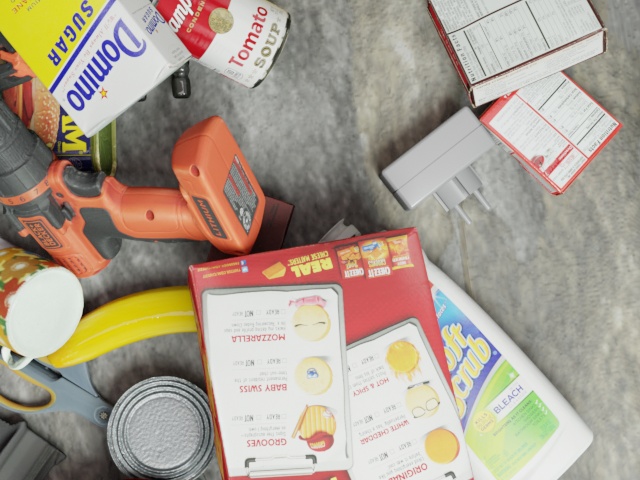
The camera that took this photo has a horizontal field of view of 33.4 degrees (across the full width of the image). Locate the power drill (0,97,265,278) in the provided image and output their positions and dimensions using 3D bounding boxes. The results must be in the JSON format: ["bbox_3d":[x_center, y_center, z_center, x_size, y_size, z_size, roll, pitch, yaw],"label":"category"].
[{"bbox_3d":[-0.146,-0.043,0.755,0.188,0.184,0.057,-1,53,23],"label":"power drill"}]

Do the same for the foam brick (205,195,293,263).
[{"bbox_3d":[-0.055,0.001,0.829,0.053,0.051,0.078,18,90,-1],"label":"foam brick"}]

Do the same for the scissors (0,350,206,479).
[{"bbox_3d":[-0.172,0.117,0.847,0.201,0.016,0.096,19,87,-2],"label":"scissors"}]

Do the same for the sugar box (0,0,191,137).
[{"bbox_3d":[-0.181,-0.169,0.744,0.093,0.048,0.176,-33,100,28],"label":"sugar box"}]

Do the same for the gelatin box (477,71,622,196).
[{"bbox_3d":[0.179,-0.090,0.839,0.089,0.030,0.073,42,89,1],"label":"gelatin box"}]

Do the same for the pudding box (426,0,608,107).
[{"bbox_3d":[0.150,-0.165,0.818,0.113,0.039,0.090,-23,68,6],"label":"pudding box"}]

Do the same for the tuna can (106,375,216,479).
[{"bbox_3d":[-0.122,0.148,0.827,0.086,0.034,0.086,1,84,-10],"label":"tuna can"}]

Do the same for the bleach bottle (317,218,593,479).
[{"bbox_3d":[0.088,0.088,0.824,0.102,0.068,0.251,-44,87,-1],"label":"bleach bottle"}]

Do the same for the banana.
[{"bbox_3d":[-0.111,0.068,0.830,0.197,0.037,0.069,3,74,-3],"label":"banana"}]

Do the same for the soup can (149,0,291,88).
[{"bbox_3d":[-0.082,-0.166,0.808,0.102,0.069,0.068,25,90,-20],"label":"soup can"}]

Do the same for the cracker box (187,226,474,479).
[{"bbox_3d":[0.006,0.111,0.740,0.164,0.072,0.214,-10,79,-9],"label":"cracker box"}]

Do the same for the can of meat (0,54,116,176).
[{"bbox_3d":[-0.206,-0.098,0.828,0.084,0.057,0.102,-1,89,3],"label":"can of meat"}]
